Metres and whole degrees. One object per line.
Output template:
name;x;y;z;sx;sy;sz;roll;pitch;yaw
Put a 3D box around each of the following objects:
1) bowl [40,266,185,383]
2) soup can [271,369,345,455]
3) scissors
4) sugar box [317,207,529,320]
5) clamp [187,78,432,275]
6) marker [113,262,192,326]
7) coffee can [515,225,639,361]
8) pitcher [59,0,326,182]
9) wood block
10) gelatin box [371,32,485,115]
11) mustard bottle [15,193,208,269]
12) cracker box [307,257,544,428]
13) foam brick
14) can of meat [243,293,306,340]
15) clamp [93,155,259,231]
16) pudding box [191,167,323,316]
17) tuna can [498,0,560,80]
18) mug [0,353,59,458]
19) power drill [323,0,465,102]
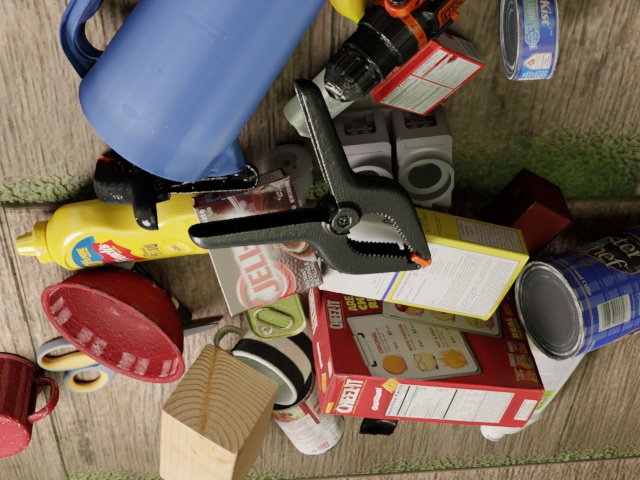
bowl;-0.197;0.076;1.074;0.162;0.055;0.162;20;147;13
soup can;-0.020;0.193;1.222;0.068;0.068;0.102;-20;133;12
scissors;-0.208;0.130;1.178;0.201;0.016;0.096;-5;136;-2
sugar box;0.093;0.017;0.996;0.176;0.048;0.093;14;129;-14
clamp;0.016;-0.034;0.889;0.209;0.036;0.165;20;114;-27
marker;-0.171;0.052;1.104;0.020;0.020;0.121;-26;131;18
coffee can;0.281;0.051;1.062;0.140;0.103;0.103;-17;139;-24
pitcher;-0.085;-0.177;0.827;0.149;0.145;0.243;8;132;-43
wood block;-0.114;0.209;1.156;0.090;0.090;0.206;29;150;8
gelatin box;0.088;-0.145;0.910;0.073;0.030;0.089;-39;157;26
mustard bottle;-0.193;-0.009;1.011;0.191;0.058;0.096;-8;161;3
cracker box;0.101;0.104;1.084;0.213;0.164;0.072;6;131;-12
foam brick;0.199;-0.021;1.052;0.051;0.053;0.078;23;126;-26
can of meat;-0.052;0.033;1.054;0.057;0.084;0.102;-12;134;5
clamp;-0.136;-0.053;0.935;0.120;0.172;0.039;-16;114;-30
pudding box;-0.056;0.001;0.957;0.090;0.039;0.113;-19;110;-5
tuna can;0.171;-0.175;0.877;0.033;0.086;0.086;-3;134;-1
mug;-0.342;0.181;1.166;0.117;0.081;0.093;-10;134;4
power drill;0.059;-0.201;0.773;0.184;0.057;0.187;-48;162;-8
